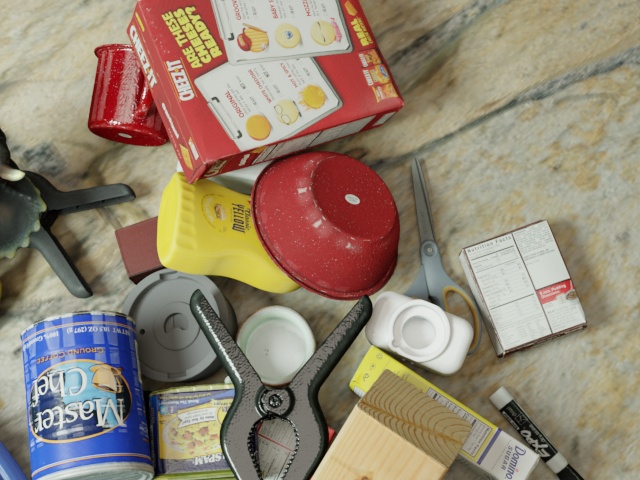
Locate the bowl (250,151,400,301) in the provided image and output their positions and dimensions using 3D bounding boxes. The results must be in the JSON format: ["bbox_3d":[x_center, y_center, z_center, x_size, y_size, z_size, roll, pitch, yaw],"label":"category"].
[{"bbox_3d":[0.018,-0.027,0.999,0.162,0.055,0.162,16,53,-24],"label":"bowl"}]

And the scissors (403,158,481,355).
[{"bbox_3d":[0.092,0.025,1.047,0.096,0.016,0.202,-23,77,-2],"label":"scissors"}]

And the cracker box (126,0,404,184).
[{"bbox_3d":[-0.051,-0.162,1.000,0.213,0.072,0.164,-19,81,-24],"label":"cracker box"}]

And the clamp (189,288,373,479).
[{"bbox_3d":[-0.029,0.137,0.934,0.164,0.036,0.210,-5,72,1],"label":"clamp"}]

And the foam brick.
[{"bbox_3d":[-0.154,0.007,1.044,0.078,0.053,0.051,-19,77,-1],"label":"foam brick"}]

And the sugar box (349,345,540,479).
[{"bbox_3d":[0.110,0.164,0.974,0.176,0.093,0.048,30,80,8],"label":"sugar box"}]

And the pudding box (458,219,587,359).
[{"bbox_3d":[0.194,0.046,1.025,0.090,0.039,0.113,-19,75,-1],"label":"pudding box"}]

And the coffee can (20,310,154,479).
[{"bbox_3d":[-0.204,0.144,0.930,0.103,0.103,0.140,-11,68,0],"label":"coffee can"}]

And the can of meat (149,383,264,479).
[{"bbox_3d":[-0.105,0.176,0.967,0.102,0.057,0.084,-4,74,-5],"label":"can of meat"}]

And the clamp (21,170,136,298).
[{"bbox_3d":[-0.278,-0.013,1.063,0.171,0.039,0.120,11,73,12],"label":"clamp"}]

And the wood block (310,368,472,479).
[{"bbox_3d":[0.033,0.228,0.916,0.091,0.090,0.206,33,113,10],"label":"wood block"}]

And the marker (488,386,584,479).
[{"bbox_3d":[0.204,0.189,1.001,0.020,0.020,0.121,-39,78,-6],"label":"marker"}]

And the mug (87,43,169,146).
[{"bbox_3d":[-0.180,-0.143,1.052,0.093,0.117,0.081,12,81,-25],"label":"mug"}]

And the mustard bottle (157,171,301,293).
[{"bbox_3d":[-0.056,0.001,1.013,0.191,0.058,0.096,15,47,-24],"label":"mustard bottle"}]

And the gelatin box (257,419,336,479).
[{"bbox_3d":[-0.040,0.194,1.006,0.089,0.030,0.073,24,80,11],"label":"gelatin box"}]
